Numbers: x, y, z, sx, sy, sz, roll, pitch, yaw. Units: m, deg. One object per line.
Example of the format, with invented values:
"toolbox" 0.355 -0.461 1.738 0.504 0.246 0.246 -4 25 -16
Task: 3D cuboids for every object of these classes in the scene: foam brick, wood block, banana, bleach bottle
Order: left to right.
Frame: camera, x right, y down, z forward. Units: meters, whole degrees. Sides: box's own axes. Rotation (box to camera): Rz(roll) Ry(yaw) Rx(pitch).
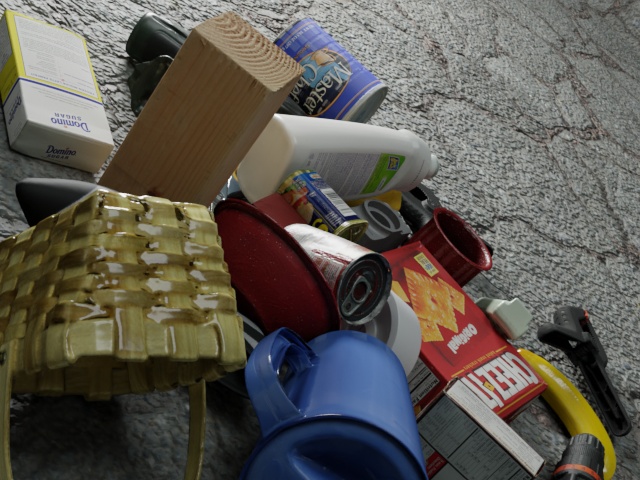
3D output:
"wood block" -0.116 -0.097 0.982 0.091 0.206 0.090 39 29 1
"foam brick" -0.057 0.001 1.045 0.053 0.078 0.051 45 28 10
"bleach bottle" 0.034 -0.082 1.187 0.250 0.103 0.068 1 42 -42
"banana" 0.280 0.199 1.191 0.069 0.037 0.198 17 35 -34

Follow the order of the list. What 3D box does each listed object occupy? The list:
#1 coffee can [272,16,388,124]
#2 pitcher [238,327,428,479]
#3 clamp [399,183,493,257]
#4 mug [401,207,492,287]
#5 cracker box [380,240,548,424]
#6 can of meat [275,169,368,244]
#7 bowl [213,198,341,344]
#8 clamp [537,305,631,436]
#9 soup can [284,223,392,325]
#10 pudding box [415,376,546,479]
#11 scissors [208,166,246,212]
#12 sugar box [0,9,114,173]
"coffee can" 0.003 -0.206 1.385 0.140 0.103 0.102 43 29 9
"pitcher" 0.010 0.144 0.815 0.145 0.149 0.242 12 13 0
"clamp" 0.133 -0.027 1.346 0.171 0.039 0.120 43 24 19
"mug" 0.143 0.024 1.232 0.117 0.082 0.093 9 43 -53
"cracker box" 0.116 0.106 1.099 0.214 0.072 0.163 49 29 17
"can of meat" -0.014 -0.010 1.087 0.084 0.102 0.057 48 29 20
"bowl" -0.058 0.043 0.948 0.162 0.162 0.055 45 65 11
"clamp" 0.326 0.143 1.311 0.164 0.036 0.209 54 20 -2
"soup can" 0.006 0.029 0.972 0.068 0.068 0.102 6 12 -45
"pudding box" 0.133 0.195 0.972 0.113 0.090 0.039 43 29 8
"scissors" -0.094 -0.041 1.127 0.096 0.016 0.202 20 34 -30
"sugar box" -0.267 -0.147 1.052 0.093 0.048 0.176 16 40 -36
